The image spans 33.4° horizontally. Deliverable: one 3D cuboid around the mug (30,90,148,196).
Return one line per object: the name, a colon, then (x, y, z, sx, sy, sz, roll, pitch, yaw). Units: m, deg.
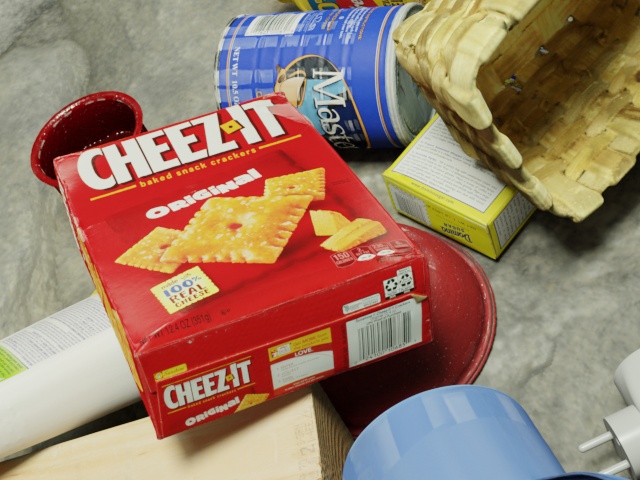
mug: (-0.157, -0.046, 0.812, 0.093, 0.081, 0.117, -29, 48, 0)

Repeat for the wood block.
wood block: (-0.083, 0.159, 0.615, 0.206, 0.090, 0.090, -18, 46, 11)

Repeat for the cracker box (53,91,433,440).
cracker box: (-0.054, 0.001, 0.633, 0.164, 0.072, 0.214, -18, 38, -15)

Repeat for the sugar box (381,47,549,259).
sugar box: (0.133, -0.077, 0.736, 0.093, 0.048, 0.176, 30, 67, 35)

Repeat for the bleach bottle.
bleach bottle: (-0.178, 0.087, 0.652, 0.250, 0.068, 0.103, -23, 19, -29)

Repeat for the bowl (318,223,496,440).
bowl: (0.028, 0.043, 0.682, 0.162, 0.055, 0.162, -12, 50, 15)

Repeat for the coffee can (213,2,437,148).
coffee can: (0.007, -0.118, 0.782, 0.140, 0.102, 0.102, 2, 56, 25)
